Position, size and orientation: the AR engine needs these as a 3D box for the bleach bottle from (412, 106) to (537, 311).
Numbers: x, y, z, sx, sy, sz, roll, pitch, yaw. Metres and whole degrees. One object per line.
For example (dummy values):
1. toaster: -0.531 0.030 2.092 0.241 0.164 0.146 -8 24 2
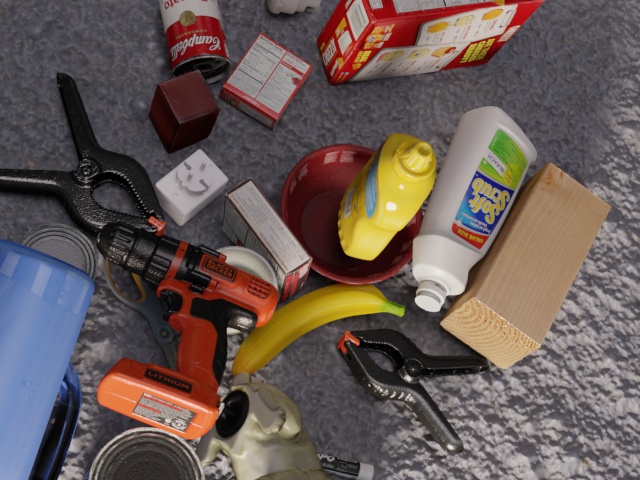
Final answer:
1. bleach bottle: 0.162 -0.027 1.180 0.102 0.068 0.250 45 54 -30

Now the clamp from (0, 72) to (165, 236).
1. clamp: -0.246 -0.077 1.127 0.210 0.036 0.164 29 67 1

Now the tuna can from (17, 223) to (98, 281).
1. tuna can: -0.271 0.028 1.087 0.086 0.034 0.086 5 70 -14

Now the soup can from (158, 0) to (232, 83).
1. soup can: -0.141 -0.234 1.197 0.068 0.069 0.102 -7 73 -18

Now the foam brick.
1. foam brick: -0.148 -0.139 1.157 0.052 0.078 0.051 -25 79 -24

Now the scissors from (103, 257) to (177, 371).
1. scissors: -0.151 0.082 1.112 0.096 0.016 0.202 -32 82 -23

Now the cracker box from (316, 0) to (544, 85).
1. cracker box: 0.121 -0.253 1.224 0.213 0.164 0.072 -11 77 -19

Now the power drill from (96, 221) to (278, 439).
1. power drill: -0.139 0.075 0.976 0.184 0.057 0.187 23 45 -8

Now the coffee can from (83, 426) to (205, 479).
1. coffee can: -0.168 0.234 0.986 0.102 0.140 0.103 5 70 -14

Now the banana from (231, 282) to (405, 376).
1. banana: -0.012 0.086 1.126 0.197 0.070 0.037 -22 121 -15

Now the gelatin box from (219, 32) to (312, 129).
1. gelatin box: -0.062 -0.183 1.222 0.073 0.030 0.089 32 66 -2

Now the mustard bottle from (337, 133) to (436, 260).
1. mustard bottle: 0.070 -0.053 1.062 0.058 0.192 0.096 15 68 -10

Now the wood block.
1. wood block: 0.229 0.027 1.187 0.091 0.090 0.205 35 60 -2

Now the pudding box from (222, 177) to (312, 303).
1. pudding box: -0.057 0.001 1.120 0.039 0.090 0.113 -34 76 -19

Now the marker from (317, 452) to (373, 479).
1. marker: -0.005 0.228 1.100 0.121 0.020 0.020 15 68 -10

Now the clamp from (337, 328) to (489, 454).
1. clamp: 0.096 0.153 1.140 0.171 0.039 0.120 19 49 -6

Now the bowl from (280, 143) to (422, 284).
1. bowl: 0.028 -0.022 1.176 0.162 0.055 0.162 5 70 -14

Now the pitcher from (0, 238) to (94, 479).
1. pitcher: -0.291 0.131 0.974 0.145 0.149 0.243 21 80 0
